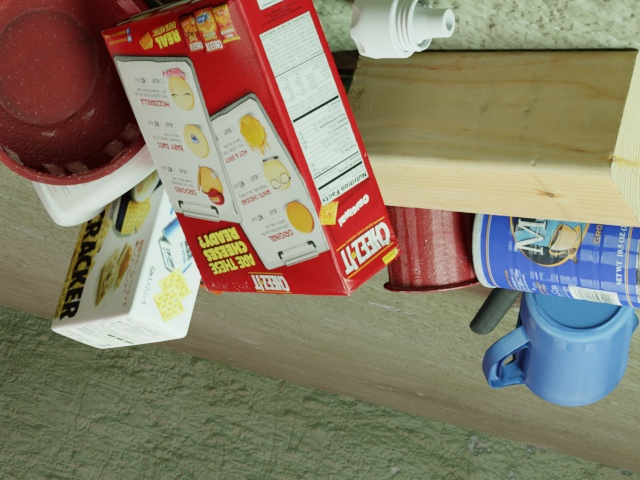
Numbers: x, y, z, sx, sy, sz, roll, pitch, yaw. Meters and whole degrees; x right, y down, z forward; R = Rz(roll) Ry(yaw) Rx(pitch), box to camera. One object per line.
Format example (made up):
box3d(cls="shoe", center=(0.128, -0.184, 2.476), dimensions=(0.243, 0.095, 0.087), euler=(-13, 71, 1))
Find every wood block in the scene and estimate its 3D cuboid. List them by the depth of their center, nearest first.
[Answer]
box3d(cls="wood block", center=(0.123, -0.073, 0.749), dimensions=(0.206, 0.090, 0.090), euler=(7, 162, 34))

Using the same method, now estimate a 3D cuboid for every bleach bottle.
box3d(cls="bleach bottle", center=(-0.162, -0.095, 0.914), dimensions=(0.251, 0.102, 0.067), euler=(-21, -173, 44))

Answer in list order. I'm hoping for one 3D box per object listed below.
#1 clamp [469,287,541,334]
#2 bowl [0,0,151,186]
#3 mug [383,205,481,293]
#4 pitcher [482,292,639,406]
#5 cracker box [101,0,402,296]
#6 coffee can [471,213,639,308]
box3d(cls="clamp", center=(0.191, 0.027, 1.023), dimensions=(0.039, 0.120, 0.172), euler=(-7, 177, -33))
box3d(cls="bowl", center=(-0.195, -0.125, 0.797), dimensions=(0.161, 0.162, 0.055), euler=(29, 178, -43))
box3d(cls="mug", center=(0.108, -0.004, 0.954), dimensions=(0.117, 0.081, 0.093), euler=(-11, -172, -31))
box3d(cls="pitcher", center=(0.261, 0.092, 1.136), dimensions=(0.145, 0.149, 0.242), euler=(20, 164, 17))
box3d(cls="cracker box", center=(-0.049, -0.071, 0.755), dimensions=(0.164, 0.072, 0.213), euler=(-1, 116, 48))
box3d(cls="coffee can", center=(0.211, -0.002, 0.895), dimensions=(0.140, 0.103, 0.102), euler=(8, 164, 29))
